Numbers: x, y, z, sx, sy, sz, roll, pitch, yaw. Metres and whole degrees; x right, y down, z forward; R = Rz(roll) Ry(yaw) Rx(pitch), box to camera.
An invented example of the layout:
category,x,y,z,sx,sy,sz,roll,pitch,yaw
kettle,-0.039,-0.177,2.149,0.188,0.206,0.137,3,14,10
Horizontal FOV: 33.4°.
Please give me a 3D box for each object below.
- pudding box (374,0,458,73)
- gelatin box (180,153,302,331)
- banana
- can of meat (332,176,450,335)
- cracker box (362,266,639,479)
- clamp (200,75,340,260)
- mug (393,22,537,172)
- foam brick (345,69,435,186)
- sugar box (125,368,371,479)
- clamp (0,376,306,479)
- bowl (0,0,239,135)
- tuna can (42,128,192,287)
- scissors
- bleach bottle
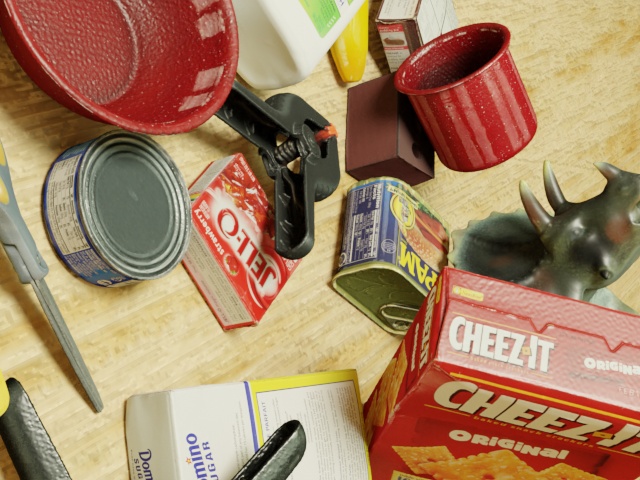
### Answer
category,x,y,z,sx,sy,sz,roll,pitch,yaw
pudding box,0.085,-0.188,0.914,0.090,0.039,0.113,66,30,-43
gelatin box,-0.054,0.001,0.678,0.089,0.030,0.073,60,37,-21
banana,0.030,-0.220,0.867,0.069,0.037,0.197,43,47,-38
can of meat,0.057,0.012,0.810,0.102,0.058,0.084,40,46,-42
cracker box,0.123,0.113,0.686,0.164,0.214,0.072,14,59,-4
clamp,-0.026,-0.066,0.702,0.171,0.039,0.120,-67,135,-69
mug,0.111,-0.111,0.819,0.081,0.093,0.117,60,2,-29
foam brick,0.056,-0.085,0.844,0.052,0.051,0.078,27,58,-48
sugar box,-0.038,0.130,0.645,0.175,0.048,0.093,3,77,-51
clamp,-0.084,0.176,0.530,0.164,0.036,0.210,5,79,-23
bowl,-0.122,-0.126,0.593,0.161,0.055,0.162,22,59,-41
tuna can,-0.113,-0.017,0.598,0.086,0.034,0.086,23,60,-49
scissors,-0.154,-0.006,0.544,0.096,0.016,0.201,-114,-175,-47
bleach bottle,0.005,-0.221,0.774,0.102,0.068,0.250,55,49,-29
